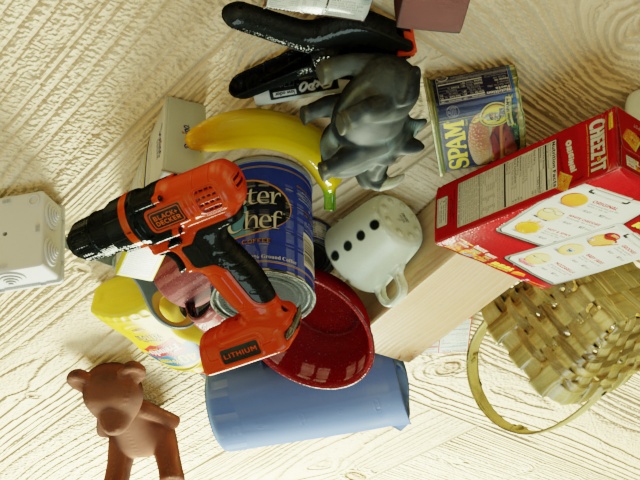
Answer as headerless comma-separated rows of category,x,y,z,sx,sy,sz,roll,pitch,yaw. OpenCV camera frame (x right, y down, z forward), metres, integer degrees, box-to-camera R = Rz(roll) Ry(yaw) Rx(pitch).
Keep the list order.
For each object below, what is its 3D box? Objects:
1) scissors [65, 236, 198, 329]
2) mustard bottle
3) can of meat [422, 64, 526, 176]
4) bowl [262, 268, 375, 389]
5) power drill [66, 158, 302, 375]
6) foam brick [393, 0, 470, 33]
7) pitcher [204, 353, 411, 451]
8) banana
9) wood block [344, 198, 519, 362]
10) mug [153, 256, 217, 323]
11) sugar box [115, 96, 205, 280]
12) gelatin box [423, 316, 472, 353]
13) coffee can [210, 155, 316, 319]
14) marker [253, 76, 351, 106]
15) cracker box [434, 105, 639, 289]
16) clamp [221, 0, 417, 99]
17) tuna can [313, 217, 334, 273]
scissors,-0.213,0.045,1.171,0.201,0.096,0.016,6,168,-15
mustard bottle,-0.183,0.109,1.279,0.096,0.058,0.191,-10,145,25
can of meat,0.144,-0.112,0.990,0.084,0.057,0.102,-10,144,6
bowl,-0.007,0.085,1.164,0.162,0.055,0.162,15,130,19
power drill,-0.116,0.031,0.960,0.185,0.057,0.187,-19,115,26
foam brick,0.086,-0.209,0.834,0.053,0.078,0.051,3,146,-6
pitcher,-0.016,0.174,1.304,0.243,0.149,0.145,-13,161,6
banana,-0.038,-0.087,1.005,0.197,0.069,0.037,23,171,-41
wood block,0.119,0.042,1.173,0.090,0.090,0.206,18,140,-25
mug,-0.125,0.032,1.131,0.093,0.117,0.082,12,149,-39
sugar box,-0.155,-0.047,1.035,0.048,0.093,0.176,13,142,-21
gelatin box,0.147,0.106,1.314,0.073,0.030,0.089,-4,144,1
coffee can,-0.057,0.001,1.065,0.103,0.140,0.103,-1,144,-1
marker,-0.001,-0.141,0.973,0.121,0.020,0.020,-8,144,8
cracker box,0.238,-0.032,0.999,0.164,0.072,0.214,22,149,-34
clamp,-0.006,-0.162,0.929,0.171,0.039,0.120,2,159,-10
tuna can,-0.025,0.010,1.169,0.086,0.034,0.086,-1,144,-1
